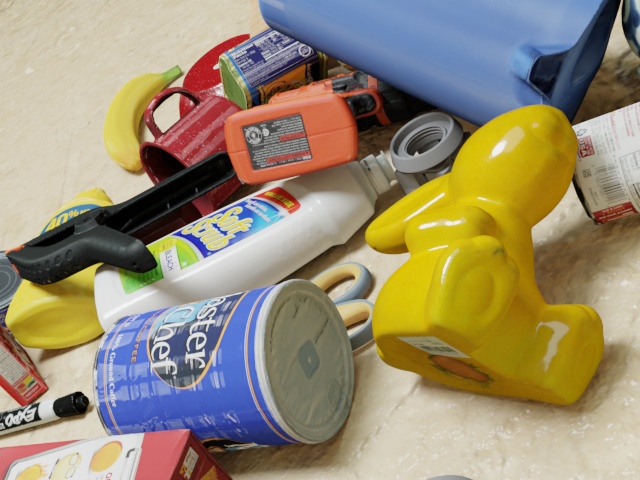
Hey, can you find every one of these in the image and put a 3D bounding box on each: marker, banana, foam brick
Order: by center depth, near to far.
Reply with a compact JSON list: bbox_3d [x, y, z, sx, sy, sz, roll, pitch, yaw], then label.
[{"bbox_3d":[-0.236,0.143,0.865,0.121,0.020,0.020,-17,37,26],"label":"marker"},{"bbox_3d":[-0.138,0.001,0.925,0.078,0.053,0.051,-27,33,12],"label":"foam brick"},{"bbox_3d":[-0.206,-0.135,1.175,0.070,0.037,0.197,-20,36,24],"label":"banana"}]

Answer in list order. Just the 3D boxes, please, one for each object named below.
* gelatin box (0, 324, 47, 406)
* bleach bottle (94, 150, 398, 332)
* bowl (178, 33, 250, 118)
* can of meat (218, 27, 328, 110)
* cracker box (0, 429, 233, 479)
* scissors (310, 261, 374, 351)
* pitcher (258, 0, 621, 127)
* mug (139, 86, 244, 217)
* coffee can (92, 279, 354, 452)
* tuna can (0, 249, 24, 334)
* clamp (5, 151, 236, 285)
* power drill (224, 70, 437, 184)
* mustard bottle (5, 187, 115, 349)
[{"bbox_3d":[-0.276,0.094,0.913,0.030,0.073,0.089,-41,32,-10],"label":"gelatin box"},{"bbox_3d":[-0.056,0.001,0.844,0.251,0.068,0.102,-30,29,3],"label":"bleach bottle"},{"bbox_3d":[-0.087,-0.159,1.081,0.162,0.055,0.162,-24,35,18],"label":"bowl"},{"bbox_3d":[-0.043,-0.150,0.976,0.084,0.102,0.057,-31,72,-11],"label":"can of meat"},{"bbox_3d":[-0.174,0.212,0.673,0.214,0.072,0.164,-11,40,31],"label":"cracker box"},{"bbox_3d":[-0.040,0.065,0.789,0.202,0.016,0.096,-14,37,30],"label":"scissors"},{"bbox_3d":[0.086,-0.164,0.772,0.243,0.149,0.145,25,68,17],"label":"pitcher"},{"bbox_3d":[-0.109,-0.085,0.955,0.081,0.117,0.093,-46,18,-25],"label":"mug"},{"bbox_3d":[-0.063,0.087,0.700,0.141,0.102,0.102,-13,39,31],"label":"coffee can"},{"bbox_3d":[-0.303,0.049,1.006,0.086,0.034,0.086,-7,44,7],"label":"tuna can"},{"bbox_3d":[-0.177,-0.001,0.858,0.210,0.036,0.164,-19,21,24],"label":"clamp"},{"bbox_3d":[0.019,-0.101,0.852,0.185,0.057,0.187,-12,11,23],"label":"power drill"},{"bbox_3d":[-0.221,0.013,0.979,0.096,0.058,0.191,-17,36,13],"label":"mustard bottle"}]
